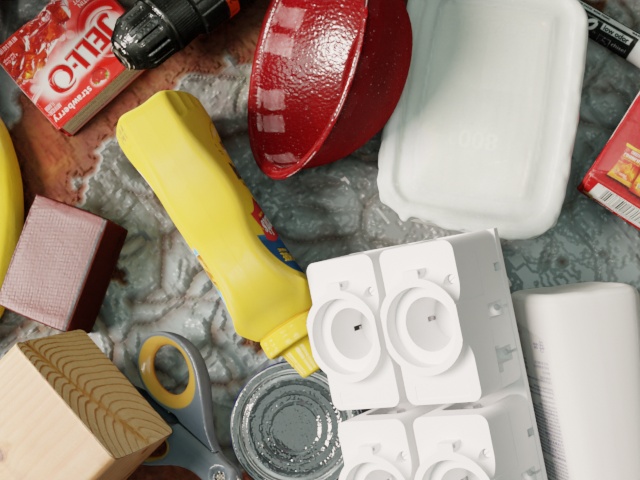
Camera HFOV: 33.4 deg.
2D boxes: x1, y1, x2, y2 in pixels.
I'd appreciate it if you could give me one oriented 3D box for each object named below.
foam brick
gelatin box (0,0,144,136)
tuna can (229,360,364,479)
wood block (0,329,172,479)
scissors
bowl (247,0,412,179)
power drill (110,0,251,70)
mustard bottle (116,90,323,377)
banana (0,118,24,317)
[{"bbox_3d":[-0.168,0.017,0.700,0.051,0.053,0.078,18,84,7],"label":"foam brick"},{"bbox_3d":[-0.165,-0.128,0.727,0.089,0.030,0.073,-42,82,0],"label":"gelatin box"},{"bbox_3d":[-0.014,0.119,0.682,0.086,0.033,0.086,-1,83,5],"label":"tuna can"},{"bbox_3d":[-0.203,0.161,0.649,0.206,0.090,0.091,-45,81,10],"label":"wood block"},{"bbox_3d":[-0.059,0.125,0.660,0.202,0.016,0.096,22,95,27],"label":"scissors"},{"bbox_3d":[0.011,-0.112,0.666,0.055,0.162,0.162,12,83,-26],"label":"bowl"},{"bbox_3d":[-0.110,-0.224,0.711,0.184,0.057,0.188,-43,83,-14],"label":"power drill"},{"bbox_3d":[-0.054,0.001,0.668,0.058,0.096,0.192,-32,81,0],"label":"mustard bottle"},{"bbox_3d":[-0.233,-0.001,0.715,0.069,0.037,0.198,12,84,6],"label":"banana"}]
